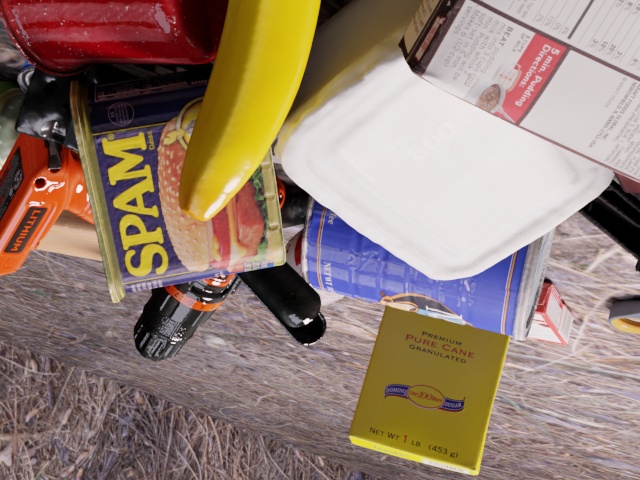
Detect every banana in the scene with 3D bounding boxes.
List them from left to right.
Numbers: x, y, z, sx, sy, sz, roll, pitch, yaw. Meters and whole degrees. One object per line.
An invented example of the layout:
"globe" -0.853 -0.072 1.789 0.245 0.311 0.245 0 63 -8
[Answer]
"banana" -0.028 -0.101 0.418 0.037 0.069 0.198 41 139 41

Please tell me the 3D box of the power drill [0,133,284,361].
"power drill" -0.140 0.005 0.741 0.187 0.185 0.057 15 -147 -35

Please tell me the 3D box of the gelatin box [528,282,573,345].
"gelatin box" 0.167 0.056 0.902 0.073 0.030 0.089 9 162 29

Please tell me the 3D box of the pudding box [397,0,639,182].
"pudding box" 0.100 -0.083 0.403 0.113 0.090 0.039 21 -152 -17

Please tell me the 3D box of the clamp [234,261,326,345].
"clamp" -0.054 0.001 0.659 0.171 0.039 0.120 48 168 19

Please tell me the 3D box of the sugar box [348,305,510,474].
"sugar box" 0.088 0.070 0.761 0.093 0.176 0.048 13 166 10

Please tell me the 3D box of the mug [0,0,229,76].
"mug" -0.078 -0.114 0.479 0.082 0.093 0.117 4 158 24

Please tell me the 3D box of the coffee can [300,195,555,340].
"coffee can" 0.071 -0.003 0.668 0.140 0.103 0.102 13 164 15

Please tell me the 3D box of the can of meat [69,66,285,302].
"can of meat" -0.065 -0.029 0.499 0.084 0.102 0.057 -10 -156 -7
